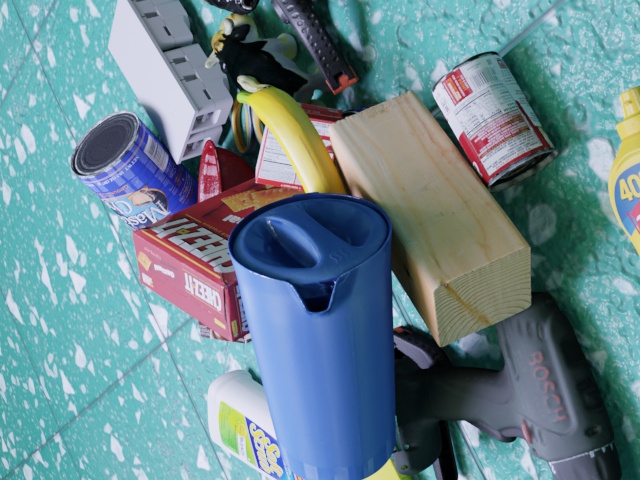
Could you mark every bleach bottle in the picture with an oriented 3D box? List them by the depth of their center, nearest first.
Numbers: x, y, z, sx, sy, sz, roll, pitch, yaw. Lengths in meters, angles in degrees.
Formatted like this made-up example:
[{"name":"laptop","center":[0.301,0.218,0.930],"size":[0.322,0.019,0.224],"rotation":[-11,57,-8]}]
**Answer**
[{"name":"bleach bottle","center":[-0.035,0.249,1.287],"size":[0.251,0.067,0.102],"rotation":[23,121,42]}]

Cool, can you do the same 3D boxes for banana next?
[{"name":"banana","center":[-0.012,-0.068,0.993],"size":[0.198,0.037,0.070],"rotation":[60,163,3]}]

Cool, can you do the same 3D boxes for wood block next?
[{"name":"wood block","center":[0.092,-0.023,0.932],"size":[0.091,0.090,0.206],"rotation":[76,168,-52]}]

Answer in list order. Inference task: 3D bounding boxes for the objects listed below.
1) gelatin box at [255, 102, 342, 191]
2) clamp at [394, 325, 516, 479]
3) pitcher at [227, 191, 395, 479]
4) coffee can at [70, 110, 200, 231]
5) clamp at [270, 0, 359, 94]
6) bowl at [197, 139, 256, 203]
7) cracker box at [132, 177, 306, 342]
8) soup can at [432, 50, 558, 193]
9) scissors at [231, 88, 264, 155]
[{"name":"gelatin box","center":[-0.022,-0.094,1.061],"size":[0.030,0.073,0.089],"rotation":[-92,13,-53]},{"name":"clamp","center":[0.123,0.155,1.070],"size":[0.120,0.039,0.171],"rotation":[-38,77,40]},{"name":"pitcher","center":[0.003,0.084,0.929],"size":[0.145,0.149,0.243],"rotation":[20,131,36]},{"name":"coffee can","center":[-0.220,-0.075,1.299],"size":[0.103,0.102,0.140],"rotation":[20,158,46]},{"name":"clamp","center":[-0.032,-0.240,1.049],"size":[0.210,0.036,0.164],"rotation":[58,-176,9]},{"name":"bowl","center":[-0.104,-0.036,1.233],"size":[0.162,0.055,0.162],"rotation":[178,90,-75]},{"name":"cracker box","center":[-0.057,0.001,1.084],"size":[0.164,0.213,0.072],"rotation":[26,132,44]},{"name":"soup can","center":[0.147,-0.101,0.908],"size":[0.069,0.068,0.102],"rotation":[-44,69,50]},{"name":"scissors","center":[-0.074,-0.186,1.193],"size":[0.096,0.016,0.202],"rotation":[31,128,44]}]
